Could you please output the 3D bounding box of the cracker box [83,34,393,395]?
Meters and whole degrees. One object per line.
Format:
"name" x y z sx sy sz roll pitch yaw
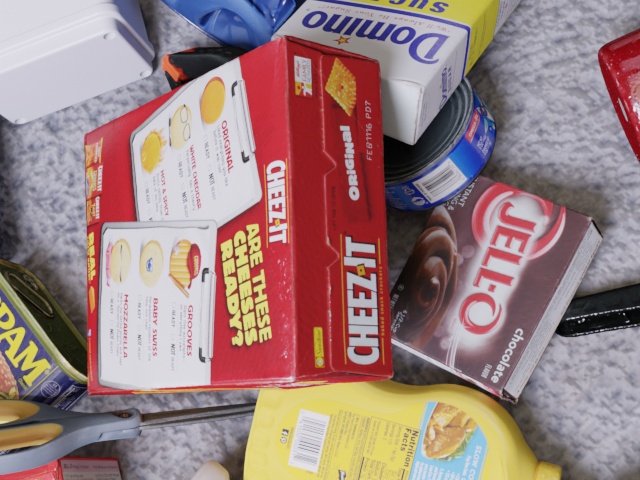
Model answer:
"cracker box" -0.054 0.001 0.586 0.214 0.071 0.164 -13 76 51

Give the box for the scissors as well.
"scissors" -0.132 0.103 0.627 0.096 0.201 0.016 16 107 48

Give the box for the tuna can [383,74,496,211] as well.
"tuna can" 0.060 -0.060 0.633 0.086 0.033 0.086 -25 43 26

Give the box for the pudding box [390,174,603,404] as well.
"pudding box" 0.096 0.024 0.615 0.090 0.039 0.113 25 85 34

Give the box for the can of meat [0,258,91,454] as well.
"can of meat" -0.198 0.077 0.674 0.084 0.057 0.102 -42 73 4

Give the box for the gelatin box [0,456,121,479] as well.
"gelatin box" -0.167 0.152 0.633 0.073 0.089 0.030 -17 76 8

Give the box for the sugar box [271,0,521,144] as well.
"sugar box" 0.054 -0.136 0.622 0.093 0.048 0.176 23 50 18

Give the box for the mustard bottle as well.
"mustard bottle" 0.057 0.125 0.602 0.192 0.058 0.096 15 95 15

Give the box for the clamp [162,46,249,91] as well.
"clamp" -0.039 -0.056 0.661 0.172 0.039 0.120 40 127 33
